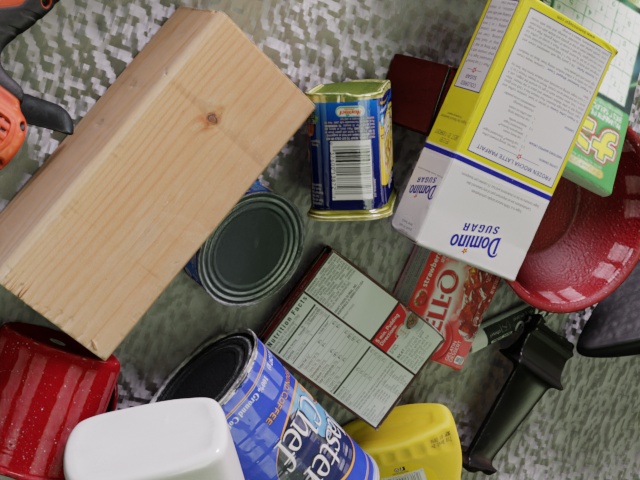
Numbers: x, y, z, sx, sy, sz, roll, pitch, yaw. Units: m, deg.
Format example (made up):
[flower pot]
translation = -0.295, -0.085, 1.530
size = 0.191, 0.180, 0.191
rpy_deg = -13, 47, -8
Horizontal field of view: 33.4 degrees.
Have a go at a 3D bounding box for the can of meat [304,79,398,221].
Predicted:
[can of meat]
translation = 0.022, -0.064, 0.732
size = 0.057, 0.102, 0.084
rpy_deg = -1, 104, 8

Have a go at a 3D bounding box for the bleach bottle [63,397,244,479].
[bleach bottle]
translation = -0.086, 0.220, 0.696
size = 0.102, 0.068, 0.251
rpy_deg = -11, 123, -4

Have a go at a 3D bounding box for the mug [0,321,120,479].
[mug]
translation = -0.173, 0.105, 0.695
size = 0.117, 0.093, 0.081
rpy_deg = 21, 89, -57

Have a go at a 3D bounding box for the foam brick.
[foam brick]
translation = 0.085, -0.099, 0.767
size = 0.052, 0.078, 0.051
rpy_deg = 12, 100, -28

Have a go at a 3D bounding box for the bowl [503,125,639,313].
[bowl]
translation = 0.188, -0.026, 0.848
size = 0.161, 0.055, 0.162
rpy_deg = -6, 104, -25

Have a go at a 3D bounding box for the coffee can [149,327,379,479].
[coffee can]
translation = -0.040, 0.145, 0.747
size = 0.102, 0.103, 0.140
rpy_deg = -45, 111, -10

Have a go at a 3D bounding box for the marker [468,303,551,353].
[marker]
translation = 0.170, 0.062, 0.886
size = 0.121, 0.020, 0.020
rpy_deg = -23, 112, -19

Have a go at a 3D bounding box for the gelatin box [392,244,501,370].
[gelatin box]
translation = 0.094, 0.050, 0.838
size = 0.073, 0.030, 0.089
rpy_deg = 23, 93, -29

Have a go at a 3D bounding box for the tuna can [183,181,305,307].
[tuna can]
translation = -0.055, 0.001, 0.739
size = 0.086, 0.034, 0.086
rpy_deg = -17, 122, -30

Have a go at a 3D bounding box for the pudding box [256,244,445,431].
[pudding box]
translation = 0.022, 0.071, 0.786
size = 0.113, 0.039, 0.090
rpy_deg = 38, 89, -9

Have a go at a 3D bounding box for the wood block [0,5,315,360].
[wood block]
translation = -0.112, -0.040, 0.678
size = 0.090, 0.090, 0.206
rpy_deg = 43, 83, -28

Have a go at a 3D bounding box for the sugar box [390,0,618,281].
[sugar box]
translation = 0.124, -0.069, 0.723
size = 0.093, 0.048, 0.176
rpy_deg = 21, 99, -30

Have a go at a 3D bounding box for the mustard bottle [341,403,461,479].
[mustard bottle]
translation = 0.080, 0.226, 0.857
size = 0.096, 0.058, 0.191
rpy_deg = -16, 113, 5
